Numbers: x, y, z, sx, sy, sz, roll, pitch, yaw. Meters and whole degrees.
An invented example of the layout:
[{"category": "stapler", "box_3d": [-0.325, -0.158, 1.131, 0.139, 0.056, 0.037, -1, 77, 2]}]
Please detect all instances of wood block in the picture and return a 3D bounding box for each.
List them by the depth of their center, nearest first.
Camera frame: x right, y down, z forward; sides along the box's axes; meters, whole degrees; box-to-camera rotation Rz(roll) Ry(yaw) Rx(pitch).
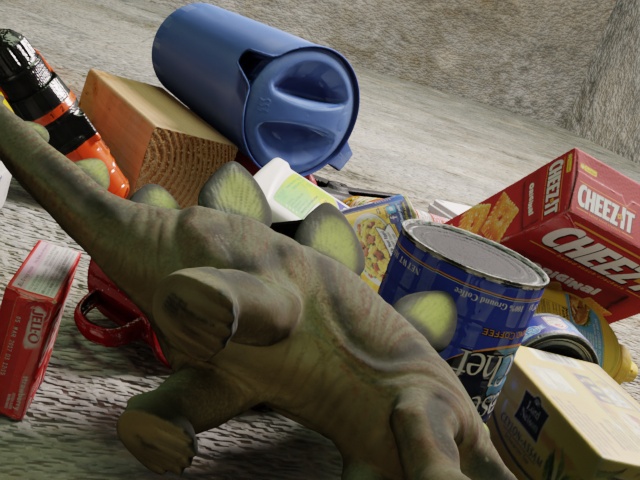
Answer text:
[{"category": "wood block", "box_3d": [-0.175, -0.095, 1.075, 0.090, 0.090, 0.206, 10, 17, -33]}]

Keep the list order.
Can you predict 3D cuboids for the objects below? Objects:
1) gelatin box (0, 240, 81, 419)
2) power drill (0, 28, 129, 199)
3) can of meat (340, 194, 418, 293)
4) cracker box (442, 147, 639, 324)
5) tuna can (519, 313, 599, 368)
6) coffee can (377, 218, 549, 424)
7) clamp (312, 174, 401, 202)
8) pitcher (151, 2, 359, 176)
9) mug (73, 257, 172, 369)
[{"category": "gelatin box", "box_3d": [-0.164, 0.048, 0.604, 0.030, 0.073, 0.089, 17, 15, -9]}, {"category": "power drill", "box_3d": [-0.254, -0.123, 0.980, 0.184, 0.057, 0.188, 61, -9, -28]}, {"category": "can of meat", "box_3d": [0.043, 0.018, 0.875, 0.084, 0.102, 0.057, -15, -13, -10]}, {"category": "cracker box", "box_3d": [0.214, 0.017, 0.959, 0.164, 0.072, 0.214, 25, -29, -21]}, {"category": "tuna can", "box_3d": [0.172, 0.102, 0.829, 0.086, 0.086, 0.034, 15, 17, -19]}, {"category": "coffee can", "box_3d": [0.078, 0.070, 0.710, 0.102, 0.140, 0.103, 19, 15, -5]}, {"category": "clamp", "box_3d": [0.022, -0.046, 1.259, 0.209, 0.036, 0.164, 15, 15, -12]}, {"category": "pitcher", "box_3d": [-0.072, -0.160, 1.106, 0.144, 0.149, 0.243, -14, 31, -29]}, {"category": "mug", "box_3d": [-0.112, 0.035, 0.716, 0.082, 0.093, 0.117, 26, 44, 38]}]
